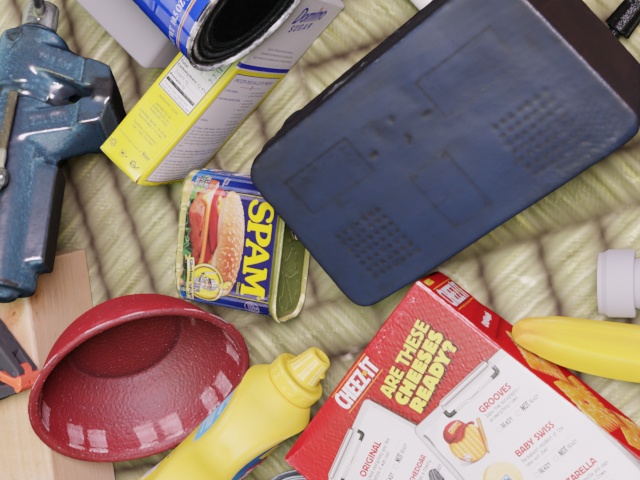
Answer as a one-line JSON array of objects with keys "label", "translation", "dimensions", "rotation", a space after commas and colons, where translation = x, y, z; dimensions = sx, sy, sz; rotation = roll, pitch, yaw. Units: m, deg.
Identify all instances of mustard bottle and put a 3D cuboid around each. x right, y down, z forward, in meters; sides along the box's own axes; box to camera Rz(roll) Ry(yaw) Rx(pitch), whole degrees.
[{"label": "mustard bottle", "translation": [-0.063, 0.144, 0.769], "dimensions": [0.058, 0.096, 0.192], "rotation": [46, 108, 6]}]

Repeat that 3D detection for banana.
[{"label": "banana", "translation": [0.225, 0.069, 0.678], "dimensions": [0.198, 0.069, 0.037], "rotation": [0, 60, 24]}]

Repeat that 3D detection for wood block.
[{"label": "wood block", "translation": [-0.229, 0.117, 0.826], "dimensions": [0.090, 0.090, 0.206], "rotation": [-5, 95, 20]}]

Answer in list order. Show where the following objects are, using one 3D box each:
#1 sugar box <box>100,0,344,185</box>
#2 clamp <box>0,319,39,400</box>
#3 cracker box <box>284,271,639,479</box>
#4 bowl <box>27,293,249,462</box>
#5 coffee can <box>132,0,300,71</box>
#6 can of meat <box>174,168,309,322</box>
[{"label": "sugar box", "translation": [-0.067, -0.115, 0.741], "dimensions": [0.048, 0.093, 0.176], "rotation": [44, 107, 10]}, {"label": "clamp", "translation": [-0.282, 0.066, 0.770], "dimensions": [0.171, 0.039, 0.120], "rotation": [7, 103, 13]}, {"label": "cracker box", "translation": [0.110, 0.150, 0.723], "dimensions": [0.214, 0.072, 0.164], "rotation": [39, 106, 12]}, {"label": "bowl", "translation": [-0.136, 0.090, 0.779], "dimensions": [0.162, 0.161, 0.055], "rotation": [-46, 45, 18]}, {"label": "coffee can", "translation": [-0.084, -0.186, 0.635], "dimensions": [0.140, 0.102, 0.103], "rotation": [47, 108, 10]}, {"label": "can of meat", "translation": [-0.055, 0.001, 0.770], "dimensions": [0.084, 0.057, 0.102], "rotation": [10, 100, 20]}]
